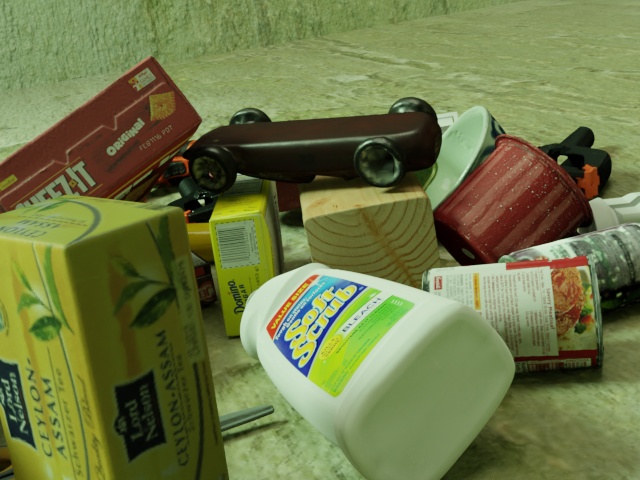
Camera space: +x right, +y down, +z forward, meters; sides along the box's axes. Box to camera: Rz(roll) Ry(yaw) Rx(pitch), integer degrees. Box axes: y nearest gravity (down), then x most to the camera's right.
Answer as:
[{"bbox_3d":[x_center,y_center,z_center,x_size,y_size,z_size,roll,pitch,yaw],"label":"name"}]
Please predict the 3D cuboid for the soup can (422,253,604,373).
[{"bbox_3d":[0.117,0.046,0.649,0.102,0.068,0.068,-5,16,12],"label":"soup can"}]

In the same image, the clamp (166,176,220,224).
[{"bbox_3d":[-0.104,-0.039,1.114,0.120,0.039,0.171,-11,19,9],"label":"clamp"}]

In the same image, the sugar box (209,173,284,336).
[{"bbox_3d":[-0.056,0.001,0.849,0.048,0.093,0.176,-7,16,-1],"label":"sugar box"}]

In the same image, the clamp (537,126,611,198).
[{"bbox_3d":[0.221,-0.077,1.074,0.164,0.036,0.210,-8,16,-1],"label":"clamp"}]

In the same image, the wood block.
[{"bbox_3d":[0.034,-0.009,0.837,0.090,0.091,0.206,-11,16,0],"label":"wood block"}]

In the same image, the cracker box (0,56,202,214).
[{"bbox_3d":[-0.194,-0.037,0.842,0.164,0.072,0.214,-42,3,-25],"label":"cracker box"}]

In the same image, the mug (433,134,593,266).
[{"bbox_3d":[0.143,-0.007,0.770,0.081,0.117,0.093,-45,-5,-8],"label":"mug"}]

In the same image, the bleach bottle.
[{"bbox_3d":[0.006,0.066,0.634,0.102,0.068,0.251,-47,22,-13],"label":"bleach bottle"}]
